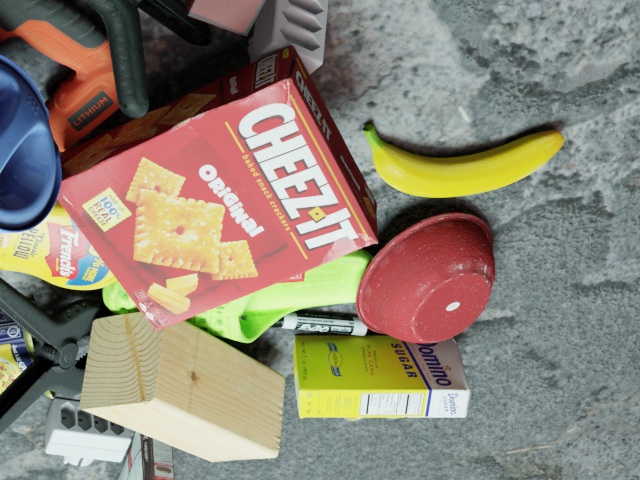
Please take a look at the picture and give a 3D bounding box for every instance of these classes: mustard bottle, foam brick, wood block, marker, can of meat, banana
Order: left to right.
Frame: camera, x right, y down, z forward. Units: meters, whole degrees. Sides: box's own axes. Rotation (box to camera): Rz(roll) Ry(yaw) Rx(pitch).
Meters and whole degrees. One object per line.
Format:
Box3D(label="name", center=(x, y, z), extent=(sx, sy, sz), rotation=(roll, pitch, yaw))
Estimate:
Box3D(label="can of meat", center=(-0.311, 0.114, 1.043), extent=(0.084, 0.057, 0.102), rotation=(-9, 130, -3))
Box3D(label="mustard bottle", center=(-0.224, -0.003, 0.936), extent=(0.191, 0.058, 0.096), rotation=(15, 120, -23))
Box3D(label="wood block", center=(-0.128, 0.148, 1.048), extent=(0.090, 0.091, 0.205), rotation=(-10, 151, 29))
Box3D(label="foam brick", center=(-0.074, -0.204, 0.820), extent=(0.052, 0.078, 0.051), rotation=(15, 124, -27))
Box3D(label="marker", center=(-0.010, 0.086, 1.118), extent=(0.121, 0.020, 0.020), rotation=(6, 128, -19))
Box3D(label="banana", center=(0.133, -0.072, 1.008), extent=(0.197, 0.037, 0.070), rotation=(-1, 130, -13))

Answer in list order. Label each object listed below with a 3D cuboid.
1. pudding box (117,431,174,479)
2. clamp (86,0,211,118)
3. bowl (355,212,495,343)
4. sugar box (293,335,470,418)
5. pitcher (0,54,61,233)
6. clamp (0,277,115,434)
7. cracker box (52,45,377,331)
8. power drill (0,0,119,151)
Box3D(label="pudding box", center=(-0.195, 0.272, 1.182), extent=(0.039, 0.090, 0.114), rotation=(9, 126, -20))
Box3D(label="clamp", center=(-0.142, -0.193, 0.818), extent=(0.039, 0.120, 0.171), rotation=(-4, 119, 28))
Box3D(label="bowl", center=(0.118, 0.051, 1.070), extent=(0.162, 0.055, 0.162), rotation=(-19, 137, -19))
Box3D(label="sugar box", center=(0.061, 0.141, 1.119), extent=(0.176, 0.093, 0.048), rotation=(-2, 124, -4))
Box3D(label="pitcher", center=(-0.333, -0.051, 0.803), extent=(0.243, 0.145, 0.149), rotation=(-11, 146, 25))
Box3D(label="clamp", center=(-0.253, 0.114, 0.997), extent=(0.209, 0.036, 0.164), rotation=(6, 99, -58))
Box3D(label="cracker box", center=(-0.082, -0.035, 0.862), extent=(0.214, 0.072, 0.164), rotation=(-22, 120, 15))
Box3D(label="power drill", center=(-0.247, -0.153, 0.834), extent=(0.185, 0.057, 0.187), rotation=(-33, 130, 19))
